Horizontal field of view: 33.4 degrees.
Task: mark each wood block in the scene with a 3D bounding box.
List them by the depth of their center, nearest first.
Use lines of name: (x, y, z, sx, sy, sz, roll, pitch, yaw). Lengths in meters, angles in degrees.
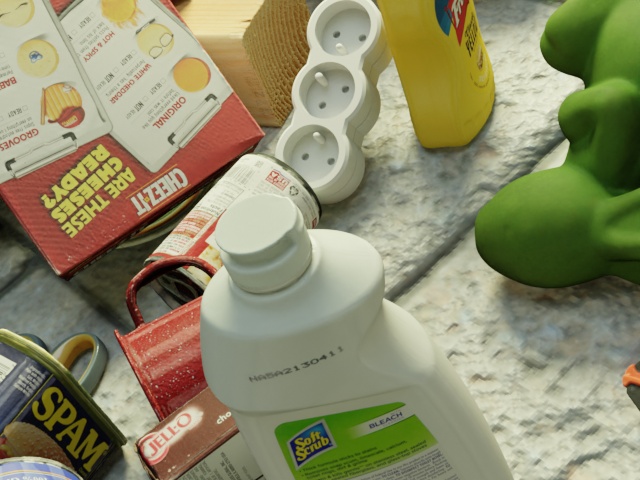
wood block: (-0.115, -0.155, 0.844, 0.206, 0.090, 0.090, 6, 52, 29)

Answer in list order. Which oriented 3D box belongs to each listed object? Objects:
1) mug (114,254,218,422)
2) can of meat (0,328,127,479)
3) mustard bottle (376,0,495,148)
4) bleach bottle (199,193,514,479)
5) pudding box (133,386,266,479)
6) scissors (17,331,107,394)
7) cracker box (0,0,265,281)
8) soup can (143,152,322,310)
mug: (-0.064, 0.062, 0.598, 0.081, 0.093, 0.117, -28, 81, -11)
can of meat: (-0.169, 0.114, 0.596, 0.058, 0.102, 0.083, 18, 59, 36)
mustard bottle: (0.067, -0.158, 0.689, 0.058, 0.191, 0.096, 0, 48, 23)
bleach bottle: (0.023, 0.074, 0.438, 0.102, 0.250, 0.068, -23, 43, 1)
pudding box: (-0.027, 0.105, 0.549, 0.113, 0.090, 0.039, -35, 45, -12)
scissors: (-0.215, 0.129, 0.664, 0.096, 0.016, 0.201, 20, 59, 39)
cracker box: (-0.166, -0.105, 0.713, 0.164, 0.214, 0.072, -35, 0, -11)
soup can: (-0.054, 0.001, 0.679, 0.069, 0.068, 0.102, 19, 57, 36)
